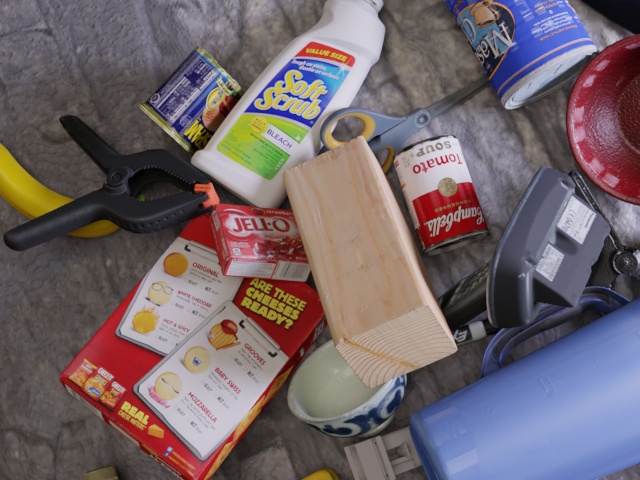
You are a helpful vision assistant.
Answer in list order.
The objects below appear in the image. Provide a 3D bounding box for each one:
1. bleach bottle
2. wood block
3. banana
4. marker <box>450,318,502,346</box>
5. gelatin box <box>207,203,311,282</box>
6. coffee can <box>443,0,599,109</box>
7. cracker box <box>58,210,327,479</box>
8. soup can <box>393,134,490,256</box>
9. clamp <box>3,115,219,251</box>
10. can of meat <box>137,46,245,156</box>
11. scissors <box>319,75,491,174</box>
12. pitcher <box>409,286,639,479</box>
[{"bbox_3d":[-0.020,-0.153,1.073,0.102,0.068,0.251,33,87,5],"label":"bleach bottle"},{"bbox_3d":[0.041,0.017,0.981,0.090,0.090,0.206,-25,51,9],"label":"wood block"},{"bbox_3d":[-0.283,-0.048,1.117,0.198,0.037,0.069,21,61,8],"label":"banana"},{"bbox_3d":[0.129,0.095,1.041,0.121,0.020,0.020,-18,81,6],"label":"marker"},{"bbox_3d":[-0.057,0.001,1.015,0.089,0.030,0.073,6,42,-25],"label":"gelatin box"},{"bbox_3d":[0.188,-0.212,1.026,0.103,0.102,0.140,-28,80,4],"label":"coffee can"},{"bbox_3d":[-0.116,0.105,1.025,0.164,0.072,0.213,35,70,10],"label":"cracker box"},{"bbox_3d":[0.117,-0.044,1.035,0.068,0.068,0.102,-18,80,6],"label":"soup can"},{"bbox_3d":[-0.200,-0.061,1.065,0.210,0.036,0.164,0,58,14],"label":"clamp"},{"bbox_3d":[-0.125,-0.137,1.068,0.057,0.102,0.084,42,89,12],"label":"can of meat"},{"bbox_3d":[0.081,-0.129,1.054,0.202,0.016,0.096,-43,120,3],"label":"scissors"},{"bbox_3d":[0.201,0.145,0.925,0.242,0.149,0.145,-23,96,-4],"label":"pitcher"}]
